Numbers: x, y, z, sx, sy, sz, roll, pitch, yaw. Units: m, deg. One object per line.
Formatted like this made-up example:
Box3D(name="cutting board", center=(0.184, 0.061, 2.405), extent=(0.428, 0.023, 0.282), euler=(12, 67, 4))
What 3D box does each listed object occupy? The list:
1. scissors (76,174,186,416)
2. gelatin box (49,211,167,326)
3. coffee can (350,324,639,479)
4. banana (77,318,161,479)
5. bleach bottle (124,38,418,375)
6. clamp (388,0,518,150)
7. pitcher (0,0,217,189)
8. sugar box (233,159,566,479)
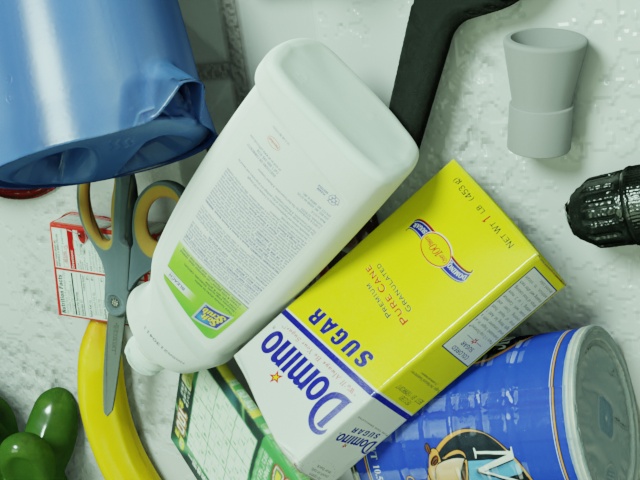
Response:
Box3D(name="scissors", center=(-0.123, 0.036, 0.731), extent=(0.096, 0.016, 0.202), euler=(4, 111, 23))
Box3D(name="gelatin box", center=(-0.149, 0.021, 0.767), extent=(0.089, 0.030, 0.073), euler=(7, 112, 23))
Box3D(name="coffee can", center=(0.100, 0.108, 0.619), extent=(0.141, 0.102, 0.103), euler=(-11, 103, 32))
Box3D(name="banana", center=(-0.145, 0.151, 0.815), extent=(0.070, 0.037, 0.198), euler=(-22, 98, 21))
Box3D(name="bleach bottle", center=(-0.054, 0.001, 0.641), extent=(0.102, 0.068, 0.251), euler=(47, 127, 3))
Box3D(name="clamp", center=(0.062, -0.140, 0.582), extent=(0.210, 0.036, 0.164), euler=(-31, 89, 32))
Box3D(name="pitcher", center=(-0.158, -0.154, 0.624), extent=(0.149, 0.145, 0.243), euler=(-13, 85, -4))
Box3D(name="sugar box", center=(0.039, 0.046, 0.601), extent=(0.176, 0.048, 0.093), euler=(-41, 46, 7))
